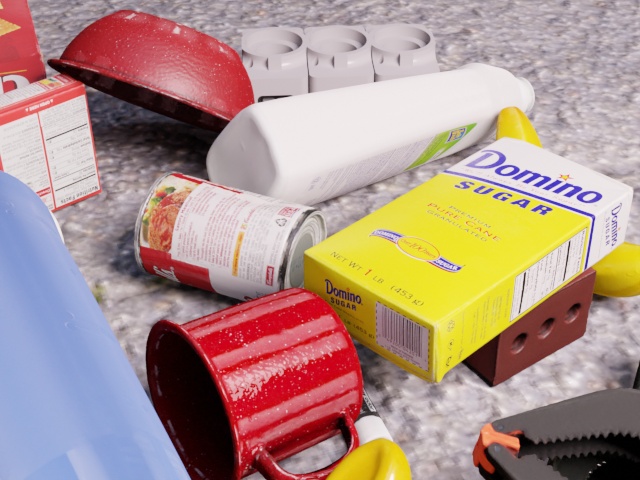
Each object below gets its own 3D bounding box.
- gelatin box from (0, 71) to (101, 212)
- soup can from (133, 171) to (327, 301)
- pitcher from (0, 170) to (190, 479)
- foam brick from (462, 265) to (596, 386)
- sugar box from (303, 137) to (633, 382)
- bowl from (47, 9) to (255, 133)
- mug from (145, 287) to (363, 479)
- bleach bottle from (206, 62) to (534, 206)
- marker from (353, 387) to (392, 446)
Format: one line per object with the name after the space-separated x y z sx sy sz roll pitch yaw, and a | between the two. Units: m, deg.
-0.193 -0.061 0.731 0.073 0.089 0.030 -28 43 -33 | gelatin box
-0.054 0.001 0.662 0.102 0.068 0.068 15 38 19 | soup can
-0.137 0.080 0.486 0.149 0.145 0.243 -17 41 -26 | pitcher
0.114 0.038 0.623 0.078 0.053 0.051 -24 42 -28 | foam brick
0.084 0.003 0.587 0.093 0.048 0.175 29 47 35 | sugar box
-0.111 -0.124 0.770 0.162 0.055 0.162 19 0 0 | bowl
-0.026 0.079 0.539 0.081 0.093 0.117 -18 44 -31 | mug
0.050 -0.077 0.761 0.250 0.103 0.068 -17 77 -32 | bleach bottle
0.010 0.075 0.601 0.020 0.020 0.121 -11 37 -15 | marker
